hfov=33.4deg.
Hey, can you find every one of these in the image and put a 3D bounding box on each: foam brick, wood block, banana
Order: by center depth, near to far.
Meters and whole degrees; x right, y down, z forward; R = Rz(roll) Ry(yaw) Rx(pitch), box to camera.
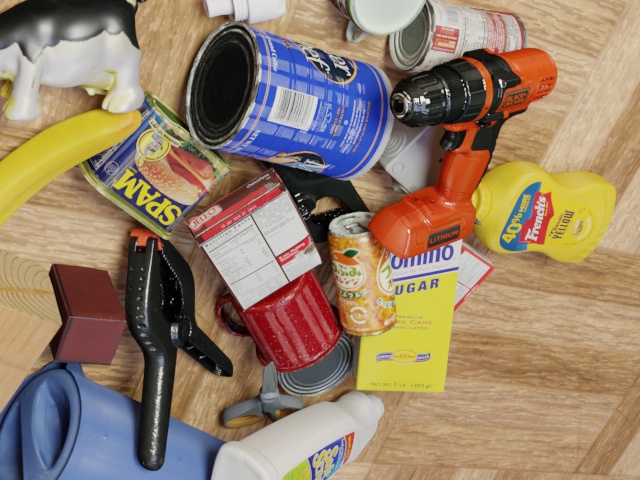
[{"bbox_3d":[-0.227,-0.049,0.852,0.198,0.070,0.037,-42,146,1],"label":"banana"},{"bbox_3d":[-0.317,0.111,0.908,0.090,0.090,0.206,26,109,-36],"label":"wood block"},{"bbox_3d":[-0.210,0.065,0.936,0.051,0.078,0.053,7,122,-30],"label":"foam brick"}]

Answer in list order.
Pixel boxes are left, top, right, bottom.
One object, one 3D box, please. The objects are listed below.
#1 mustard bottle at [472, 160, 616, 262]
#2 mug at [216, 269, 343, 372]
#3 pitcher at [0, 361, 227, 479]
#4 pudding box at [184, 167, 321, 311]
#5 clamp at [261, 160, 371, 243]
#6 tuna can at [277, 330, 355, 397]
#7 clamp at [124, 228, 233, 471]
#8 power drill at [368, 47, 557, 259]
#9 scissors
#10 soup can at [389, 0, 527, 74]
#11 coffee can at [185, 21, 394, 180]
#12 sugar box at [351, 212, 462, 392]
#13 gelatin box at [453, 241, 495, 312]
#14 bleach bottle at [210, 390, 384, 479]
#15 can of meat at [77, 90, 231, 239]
[{"bbox_3d":[0.207,-0.032,1.081,0.191,0.058,0.096,7,118,-32],"label":"mustard bottle"},{"bbox_3d":[-0.045,0.066,1.020,0.117,0.093,0.081,-7,130,25],"label":"mug"},{"bbox_3d":[-0.187,0.228,1.026,0.242,0.145,0.149,31,102,-41],"label":"pitcher"},{"bbox_3d":[-0.056,0.001,0.936,0.090,0.039,0.113,-31,139,-4],"label":"pudding box"},{"bbox_3d":[-0.032,-0.029,0.982,0.171,0.039,0.120,20,116,-36],"label":"clamp"},{"bbox_3d":[-0.009,0.119,1.102,0.086,0.034,0.086,-13,128,-18],"label":"tuna can"},{"bbox_3d":[-0.134,0.082,0.982,0.036,0.164,0.210,1,110,22],"label":"clamp"},{"bbox_3d":[0.105,-0.073,0.899,0.184,0.057,0.188,-17,143,-39],"label":"power drill"},{"bbox_3d":[-0.068,0.157,1.058,0.096,0.016,0.201,-14,156,8],"label":"scissors"},{"bbox_3d":[0.120,-0.174,0.934,0.102,0.068,0.069,4,121,-28],"label":"soup can"},{"bbox_3d":[-0.024,-0.112,0.876,0.140,0.103,0.103,10,118,-38],"label":"coffee can"},{"bbox_3d":[0.085,0.063,1.060,0.093,0.048,0.176,2,111,-6],"label":"sugar box"},{"bbox_3d":[0.126,0.030,1.107,0.089,0.030,0.073,31,106,-36],"label":"gelatin box"},{"bbox_3d":[-0.009,0.208,1.088,0.250,0.068,0.103,-24,135,-52],"label":"bleach bottle"},{"bbox_3d":[-0.137,-0.063,0.895,0.084,0.057,0.102,-45,131,6],"label":"can of meat"}]
